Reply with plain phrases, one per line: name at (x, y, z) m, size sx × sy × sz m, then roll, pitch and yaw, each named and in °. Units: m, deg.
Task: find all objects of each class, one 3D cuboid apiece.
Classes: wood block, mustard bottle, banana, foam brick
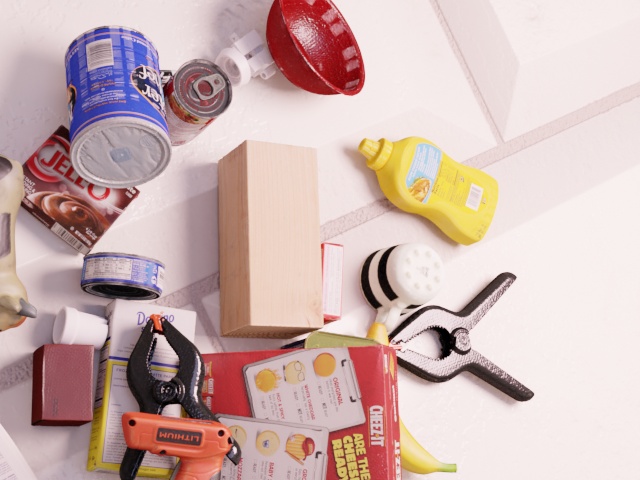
wood block at (-0.058, 0.002, 1.197) m, size 0.090 × 0.090 × 0.206 m, roll 4°, pitch 75°, yaw -26°
mustard bottle at (0.130, -0.075, 1.333) m, size 0.191 × 0.058 × 0.096 m, roll 28°, pitch 66°, yaw -19°
banana at (0.085, 0.196, 1.244) m, size 0.069 × 0.037 × 0.198 m, roll -27°, pitch 90°, yaw -13°
foam brick at (-0.260, 0.146, 1.076) m, size 0.052 × 0.051 × 0.078 m, roll 6°, pitch 74°, yaw -25°

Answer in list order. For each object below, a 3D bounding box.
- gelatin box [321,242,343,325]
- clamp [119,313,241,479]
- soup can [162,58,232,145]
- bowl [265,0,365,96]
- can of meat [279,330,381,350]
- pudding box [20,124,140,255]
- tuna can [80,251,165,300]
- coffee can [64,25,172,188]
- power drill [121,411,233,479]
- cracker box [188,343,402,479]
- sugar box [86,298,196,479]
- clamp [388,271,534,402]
gelatin box at (-0.002, 0.053, 1.222) m, size 0.030 × 0.073 × 0.089 m, roll 9°, pitch 73°, yaw -25°
clamp at (-0.142, 0.159, 1.074) m, size 0.120 × 0.039 × 0.171 m, roll 0°, pitch 75°, yaw -10°
soup can at (-0.147, -0.151, 1.184) m, size 0.068 × 0.102 × 0.068 m, roll 7°, pitch 74°, yaw -26°
bowl at (-0.015, -0.234, 1.280) m, size 0.162 × 0.055 × 0.162 m, roll 38°, pitch 38°, yaw -37°
can of meat at (0.009, 0.140, 1.198) m, size 0.102 × 0.084 × 0.057 m, roll 10°, pitch 72°, yaw -25°
pudding box at (-0.264, -0.053, 1.134) m, size 0.113 × 0.039 × 0.090 m, roll 42°, pitch 62°, yaw -12°
tuna can at (-0.206, 0.038, 1.113) m, size 0.086 × 0.086 × 0.034 m, roll 11°, pitch 74°, yaw -25°
coffee can at (-0.214, -0.140, 1.119) m, size 0.102 × 0.103 × 0.140 m, roll 7°, pitch 50°, yaw -26°
power drill at (-0.160, 0.258, 1.000) m, size 0.184 × 0.057 × 0.187 m, roll 8°, pitch 85°, yaw -15°
cracker box at (-0.027, 0.194, 1.096) m, size 0.214 × 0.072 × 0.164 m, roll -5°, pitch 81°, yaw 17°
sugar box at (-0.186, 0.156, 1.116) m, size 0.093 × 0.048 × 0.176 m, roll 12°, pitch 68°, yaw -24°
clamp at (0.170, 0.115, 1.315) m, size 0.209 × 0.036 × 0.164 m, roll 5°, pitch 76°, yaw -24°
